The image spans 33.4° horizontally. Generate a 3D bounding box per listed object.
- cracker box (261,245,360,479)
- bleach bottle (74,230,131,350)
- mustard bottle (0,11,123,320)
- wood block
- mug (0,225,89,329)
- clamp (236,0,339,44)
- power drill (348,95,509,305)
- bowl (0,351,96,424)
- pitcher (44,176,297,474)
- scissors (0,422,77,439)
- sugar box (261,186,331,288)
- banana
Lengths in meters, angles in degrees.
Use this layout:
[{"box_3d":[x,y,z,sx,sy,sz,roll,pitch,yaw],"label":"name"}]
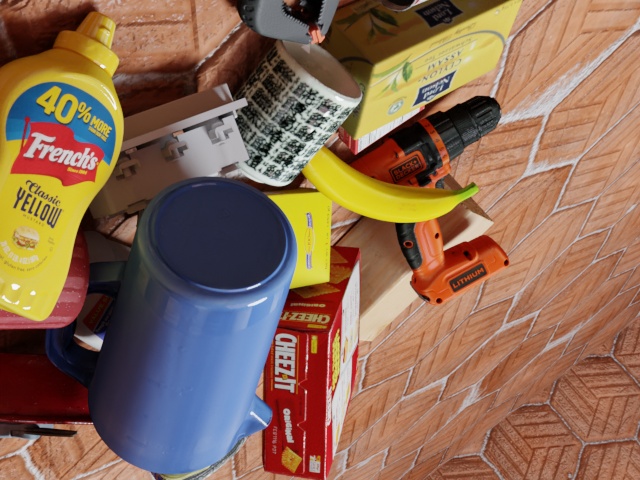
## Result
[{"box_3d":[-0.007,0.116,1.095,0.213,0.072,0.164,-63,156,-67],"label":"cracker box"},{"box_3d":[-0.183,0.051,0.908,0.102,0.068,0.250,-41,156,5],"label":"bleach bottle"},{"box_3d":[-0.172,-0.054,0.656,0.096,0.058,0.191,33,74,-44],"label":"mustard bottle"},{"box_3d":[0.087,0.014,1.234,0.206,0.090,0.090,-45,158,15],"label":"wood block"},{"box_3d":[-0.211,0.008,0.733,0.081,0.117,0.093,3,175,-38],"label":"mug"},{"box_3d":[-0.014,-0.202,0.724,0.164,0.036,0.210,-40,160,0],"label":"clamp"},{"box_3d":[0.129,-0.040,1.112,0.184,0.057,0.187,-29,115,-2],"label":"power drill"},{"box_3d":[-0.233,0.125,0.913,0.162,0.055,0.162,3,173,0],"label":"bowl"},{"box_3d":[-0.105,0.062,0.786,0.149,0.145,0.243,-20,153,-29],"label":"pitcher"},{"box_3d":[-0.240,0.162,0.923,0.202,0.016,0.096,-7,173,38],"label":"scissors"},{"box_3d":[-0.056,0.001,0.980,0.175,0.048,0.093,-10,103,-56],"label":"sugar box"},{"box_3d":[0.053,-0.053,1.025,0.197,0.037,0.070,12,123,-25],"label":"banana"}]
